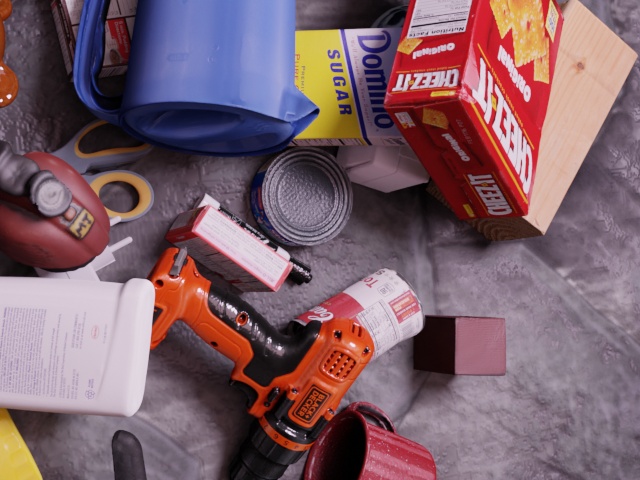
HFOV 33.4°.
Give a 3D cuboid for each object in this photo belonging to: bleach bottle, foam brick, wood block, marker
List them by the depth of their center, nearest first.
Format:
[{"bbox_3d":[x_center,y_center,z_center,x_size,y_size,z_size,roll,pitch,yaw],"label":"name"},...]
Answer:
[{"bbox_3d":[-0.251,0.065,0.764,0.251,0.068,0.102,7,90,0],"label":"bleach bottle"},{"bbox_3d":[-0.056,0.001,0.916,0.121,0.020,0.020,36,73,-18],"label":"marker"},{"bbox_3d":[0.124,0.093,0.959,0.052,0.078,0.051,4,86,-24],"label":"foam brick"},{"bbox_3d":[0.199,-0.110,1.001,0.090,0.090,0.206,36,73,-17],"label":"wood block"}]

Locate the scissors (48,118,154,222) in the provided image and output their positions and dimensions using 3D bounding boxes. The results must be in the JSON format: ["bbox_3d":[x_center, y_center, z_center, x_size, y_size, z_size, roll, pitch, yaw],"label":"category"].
[{"bbox_3d":[-0.219,-0.040,0.848,0.201,0.016,0.096,-23,100,-19],"label":"scissors"}]

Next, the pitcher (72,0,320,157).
[{"bbox_3d":[-0.089,-0.193,0.823,0.149,0.145,0.243,13,74,-38],"label":"pitcher"}]

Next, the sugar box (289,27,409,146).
[{"bbox_3d":[-0.005,-0.126,0.884,0.176,0.048,0.093,-1,85,14],"label":"sugar box"}]

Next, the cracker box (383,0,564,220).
[{"bbox_3d":[0.134,-0.149,0.875,0.164,0.072,0.213,48,48,-47],"label":"cracker box"}]

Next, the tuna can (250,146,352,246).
[{"bbox_3d":[-0.017,-0.037,0.928,0.086,0.034,0.086,2,86,-24],"label":"tuna can"}]

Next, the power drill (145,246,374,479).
[{"bbox_3d":[-0.076,0.105,0.854,0.187,0.057,0.185,30,110,-11],"label":"power drill"}]

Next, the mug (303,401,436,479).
[{"bbox_3d":[0.044,0.193,0.919,0.081,0.093,0.117,26,40,-26],"label":"mug"}]

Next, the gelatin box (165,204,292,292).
[{"bbox_3d":[-0.075,0.008,0.877,0.089,0.073,0.030,36,73,-18],"label":"gelatin box"}]

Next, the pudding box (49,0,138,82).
[{"bbox_3d":[-0.159,-0.185,0.873,0.113,0.039,0.090,-14,90,-27],"label":"pudding box"}]

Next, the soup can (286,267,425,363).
[{"bbox_3d":[0.031,0.075,0.924,0.102,0.069,0.068,-29,98,-24],"label":"soup can"}]
